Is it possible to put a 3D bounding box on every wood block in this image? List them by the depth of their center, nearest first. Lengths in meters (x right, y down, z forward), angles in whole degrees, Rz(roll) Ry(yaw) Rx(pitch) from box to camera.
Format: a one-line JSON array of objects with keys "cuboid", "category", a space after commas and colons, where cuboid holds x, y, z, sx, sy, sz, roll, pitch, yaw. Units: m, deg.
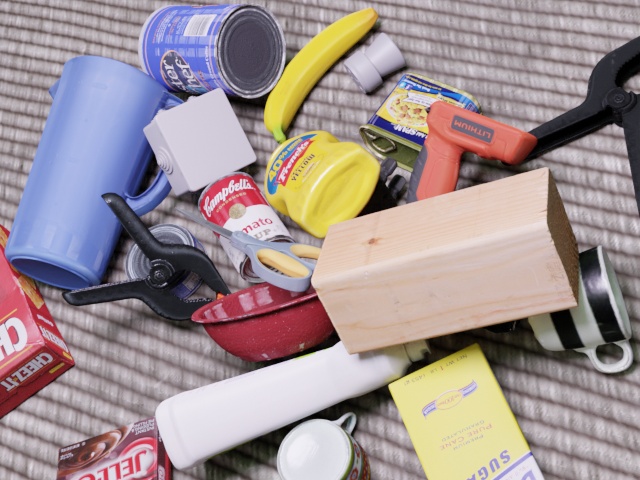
[{"cuboid": [0.109, 0.019, 0.919, 0.206, 0.090, 0.090, -14, 31, 23], "category": "wood block"}]

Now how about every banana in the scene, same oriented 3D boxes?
[{"cuboid": [-0.009, -0.186, 1.199, 0.070, 0.037, 0.197, 22, 72, 37], "category": "banana"}]

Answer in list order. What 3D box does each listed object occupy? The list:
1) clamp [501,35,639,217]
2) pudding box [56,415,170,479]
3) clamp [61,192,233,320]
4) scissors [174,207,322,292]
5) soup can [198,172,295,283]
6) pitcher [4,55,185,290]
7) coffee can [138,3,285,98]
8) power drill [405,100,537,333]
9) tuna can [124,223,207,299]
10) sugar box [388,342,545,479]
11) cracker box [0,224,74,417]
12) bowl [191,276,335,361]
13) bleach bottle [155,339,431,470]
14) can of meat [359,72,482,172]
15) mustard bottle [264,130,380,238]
[{"cuboid": [0.299, -0.121, 1.039, 0.165, 0.036, 0.210, 35, 79, 34], "category": "clamp"}, {"cuboid": [-0.201, 0.230, 1.035, 0.113, 0.039, 0.090, -22, 40, 11], "category": "pudding box"}, {"cuboid": [-0.168, 0.023, 1.091, 0.171, 0.039, 0.120, 13, 97, -12], "category": "clamp"}, {"cuboid": [-0.057, 0.001, 1.042, 0.202, 0.096, 0.016, 36, 124, 49], "category": "scissors"}, {"cuboid": [-0.076, -0.013, 1.114, 0.068, 0.068, 0.102, -35, 56, 0], "category": "soup can"}, {"cuboid": [-0.250, -0.071, 1.185, 0.149, 0.144, 0.242, -17, 53, 55], "category": "pitcher"}, {"cuboid": [-0.123, -0.215, 1.204, 0.141, 0.102, 0.102, 11, 66, 44], "category": "coffee can"}, {"cuboid": [0.133, -0.024, 1.006, 0.185, 0.057, 0.188, 26, 97, 23], "category": "power drill"}, {"cuboid": [-0.167, 0.025, 1.150, 0.086, 0.033, 0.086, -10, 59, 17], "category": "tuna can"}, {"cuboid": [0.135, 0.187, 0.930, 0.093, 0.048, 0.176, -27, 55, 6], "category": "sugar box"}, {"cuboid": [-0.390, 0.094, 1.181, 0.164, 0.072, 0.214, -36, 56, 1], "category": "cracker box"}, {"cuboid": [-0.039, 0.075, 1.025, 0.162, 0.162, 0.055, -14, 97, 15], "category": "bowl"}, {"cuboid": [-0.020, 0.136, 0.989, 0.251, 0.102, 0.068, -22, 87, 9], "category": "bleach bottle"}, {"cuboid": [0.106, -0.119, 1.106, 0.102, 0.057, 0.084, 27, 73, 31], "category": "can of meat"}, {"cuboid": [-0.011, -0.066, 1.087, 0.096, 0.058, 0.192, -53, 23, 0], "category": "mustard bottle"}]
